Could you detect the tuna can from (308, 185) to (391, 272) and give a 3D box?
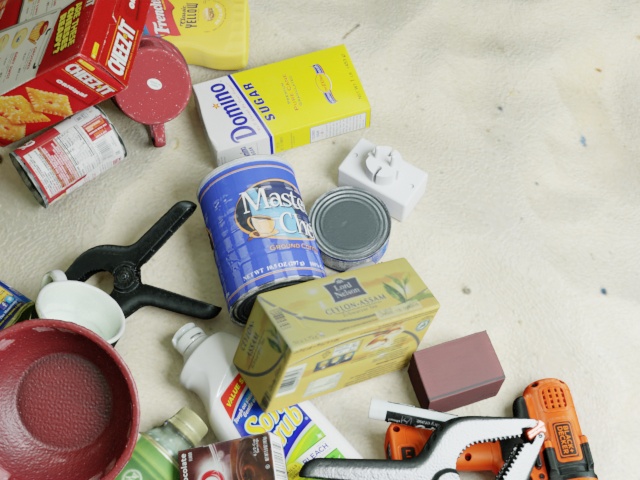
[{"bbox_3d":[0.029,-0.011,1.095,0.086,0.034,0.086,0,63,0],"label":"tuna can"}]

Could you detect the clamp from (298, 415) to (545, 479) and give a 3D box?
[{"bbox_3d":[0.097,0.206,0.909,0.210,0.036,0.164,-38,86,-12],"label":"clamp"}]

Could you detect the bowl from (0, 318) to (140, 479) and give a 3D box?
[{"bbox_3d":[-0.231,0.146,0.931,0.162,0.055,0.162,0,92,3],"label":"bowl"}]

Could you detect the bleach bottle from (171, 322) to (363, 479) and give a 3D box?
[{"bbox_3d":[-0.055,0.175,0.984,0.102,0.068,0.251,-39,67,-18],"label":"bleach bottle"}]

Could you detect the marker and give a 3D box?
[{"bbox_3d":[0.103,0.161,0.952,0.121,0.020,0.020,11,63,4],"label":"marker"}]

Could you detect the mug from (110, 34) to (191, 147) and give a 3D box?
[{"bbox_3d":[-0.179,-0.155,1.128,0.093,0.081,0.117,-7,106,-11],"label":"mug"}]

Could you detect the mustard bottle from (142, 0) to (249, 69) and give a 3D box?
[{"bbox_3d":[-0.177,-0.239,1.198,0.191,0.058,0.096,0,68,0],"label":"mustard bottle"}]

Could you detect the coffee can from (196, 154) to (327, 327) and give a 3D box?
[{"bbox_3d":[-0.057,0.001,1.050,0.102,0.103,0.140,-14,64,-8],"label":"coffee can"}]

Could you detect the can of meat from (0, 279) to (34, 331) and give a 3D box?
[{"bbox_3d":[-0.335,0.081,1.033,0.084,0.057,0.102,31,67,12],"label":"can of meat"}]

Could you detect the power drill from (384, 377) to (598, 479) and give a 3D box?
[{"bbox_3d":[0.158,0.221,0.965,0.187,0.057,0.184,-5,59,-6],"label":"power drill"}]

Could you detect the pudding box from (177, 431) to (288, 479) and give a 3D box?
[{"bbox_3d":[-0.071,0.228,0.913,0.090,0.039,0.113,-15,67,16],"label":"pudding box"}]

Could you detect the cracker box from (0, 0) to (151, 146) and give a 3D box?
[{"bbox_3d":[-0.272,-0.205,1.110,0.214,0.072,0.164,-15,54,38],"label":"cracker box"}]

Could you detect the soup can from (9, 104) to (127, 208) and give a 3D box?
[{"bbox_3d":[-0.262,-0.089,1.114,0.102,0.068,0.068,-35,68,-17],"label":"soup can"}]

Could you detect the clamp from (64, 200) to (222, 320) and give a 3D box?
[{"bbox_3d":[-0.181,0.045,1.054,0.171,0.039,0.120,-24,74,5],"label":"clamp"}]

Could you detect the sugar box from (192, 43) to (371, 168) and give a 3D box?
[{"bbox_3d":[-0.043,-0.146,1.158,0.176,0.048,0.093,-16,64,-10],"label":"sugar box"}]

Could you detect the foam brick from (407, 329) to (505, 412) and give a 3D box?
[{"bbox_3d":[0.128,0.128,1.014,0.078,0.053,0.051,-16,64,-10],"label":"foam brick"}]
